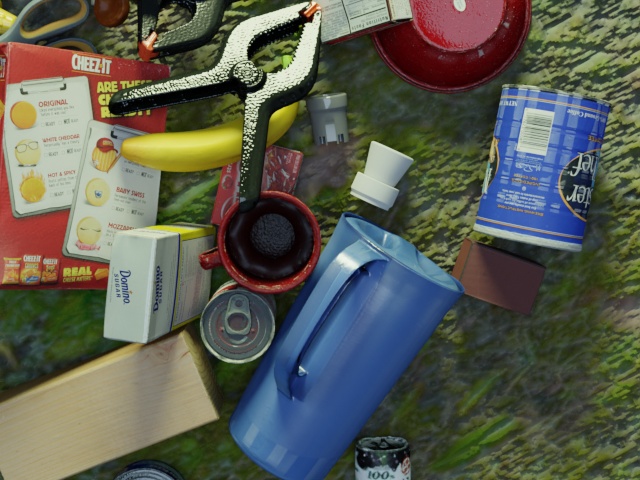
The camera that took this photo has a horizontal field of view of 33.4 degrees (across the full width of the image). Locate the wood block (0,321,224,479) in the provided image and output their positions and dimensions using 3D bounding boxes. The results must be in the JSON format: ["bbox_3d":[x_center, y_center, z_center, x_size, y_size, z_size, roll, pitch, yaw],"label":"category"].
[{"bbox_3d":[-0.207,0.158,1.026,0.206,0.090,0.091,-21,95,1],"label":"wood block"}]

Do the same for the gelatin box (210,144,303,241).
[{"bbox_3d":[-0.062,-0.051,1.038,0.073,0.030,0.089,14,94,-2],"label":"gelatin box"}]

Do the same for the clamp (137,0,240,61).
[{"bbox_3d":[-0.122,-0.241,0.994,0.120,0.039,0.171,42,65,5],"label":"clamp"}]

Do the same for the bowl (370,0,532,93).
[{"bbox_3d":[0.126,-0.222,1.013,0.162,0.055,0.162,0,95,-1],"label":"bowl"}]

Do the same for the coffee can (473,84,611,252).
[{"bbox_3d":[0.207,-0.068,1.003,0.103,0.103,0.140,11,95,-2],"label":"coffee can"}]

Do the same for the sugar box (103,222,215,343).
[{"bbox_3d":[-0.143,0.034,0.970,0.048,0.176,0.093,7,94,12],"label":"sugar box"}]

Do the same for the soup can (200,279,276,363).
[{"bbox_3d":[-0.076,0.073,1.013,0.068,0.102,0.068,0,95,-1],"label":"soup can"}]

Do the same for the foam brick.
[{"bbox_3d":[0.171,0.034,1.036,0.078,0.053,0.051,19,94,-3],"label":"foam brick"}]

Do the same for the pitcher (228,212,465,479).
[{"bbox_3d":[0.012,0.104,0.993,0.149,0.145,0.243,28,100,-21],"label":"pitcher"}]

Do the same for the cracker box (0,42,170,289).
[{"bbox_3d":[-0.231,-0.064,0.977,0.163,0.072,0.214,2,96,-41],"label":"cracker box"}]

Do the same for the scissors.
[{"bbox_3d":[-0.299,-0.165,1.009,0.202,0.016,0.096,-30,129,3],"label":"scissors"}]

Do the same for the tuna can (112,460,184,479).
[{"bbox_3d":[-0.173,0.264,1.063,0.086,0.034,0.086,0,95,0],"label":"tuna can"}]

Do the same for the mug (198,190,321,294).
[{"bbox_3d":[-0.056,0.001,0.987,0.117,0.081,0.093,-22,97,3],"label":"mug"}]

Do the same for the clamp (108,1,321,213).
[{"bbox_3d":[-0.062,-0.132,0.961,0.209,0.036,0.164,-42,77,-17],"label":"clamp"}]

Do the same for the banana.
[{"bbox_3d":[-0.088,-0.104,0.998,0.197,0.037,0.070,-31,71,-25],"label":"banana"}]

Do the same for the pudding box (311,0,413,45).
[{"bbox_3d":[0.032,-0.247,0.994,0.090,0.039,0.113,-8,99,41],"label":"pudding box"}]
